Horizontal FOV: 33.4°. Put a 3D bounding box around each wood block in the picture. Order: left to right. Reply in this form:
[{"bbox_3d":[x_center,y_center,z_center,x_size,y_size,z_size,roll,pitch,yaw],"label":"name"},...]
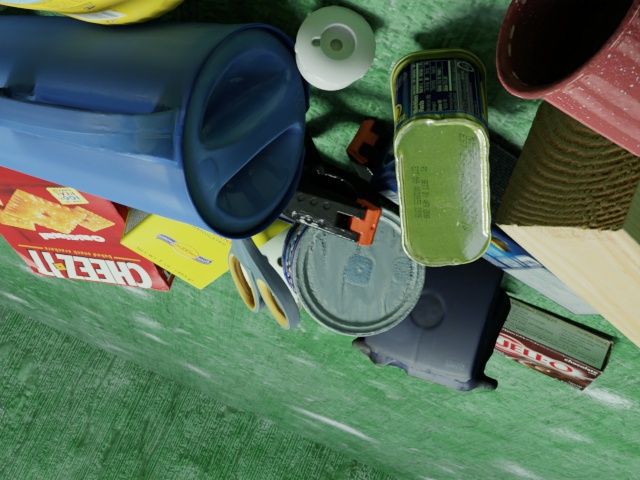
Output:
[{"bbox_3d":[0.211,0.003,0.653,0.205,0.090,0.090,35,161,-36],"label":"wood block"}]

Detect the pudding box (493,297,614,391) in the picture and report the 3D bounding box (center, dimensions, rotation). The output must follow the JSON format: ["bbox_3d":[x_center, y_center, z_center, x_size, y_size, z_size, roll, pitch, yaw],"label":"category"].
[{"bbox_3d":[0.220,0.102,1.045,0.113,0.039,0.090,22,164,9],"label":"pudding box"}]

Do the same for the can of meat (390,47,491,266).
[{"bbox_3d":[0.071,-0.047,0.620,0.057,0.084,0.102,-3,124,7],"label":"can of meat"}]

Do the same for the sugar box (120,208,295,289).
[{"bbox_3d":[-0.083,-0.029,0.912,0.093,0.048,0.177,32,136,-26],"label":"sugar box"}]

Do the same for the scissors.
[{"bbox_3d":[-0.056,0.001,0.858,0.096,0.016,0.202,41,154,31],"label":"scissors"}]

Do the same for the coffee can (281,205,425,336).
[{"bbox_3d":[0.023,0.019,0.881,0.102,0.103,0.140,25,180,-6],"label":"coffee can"}]

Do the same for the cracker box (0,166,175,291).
[{"bbox_3d":[-0.241,-0.035,1.024,0.164,0.072,0.213,7,150,18],"label":"cracker box"}]

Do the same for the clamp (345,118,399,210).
[{"bbox_3d":[0.090,-0.024,0.834,0.209,0.036,0.165,36,167,-28],"label":"clamp"}]

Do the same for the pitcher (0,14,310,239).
[{"bbox_3d":[-0.141,-0.087,0.704,0.243,0.145,0.149,13,150,32],"label":"pitcher"}]

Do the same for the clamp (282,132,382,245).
[{"bbox_3d":[-0.025,-0.044,0.761,0.120,0.039,0.172,-7,-154,-29],"label":"clamp"}]
